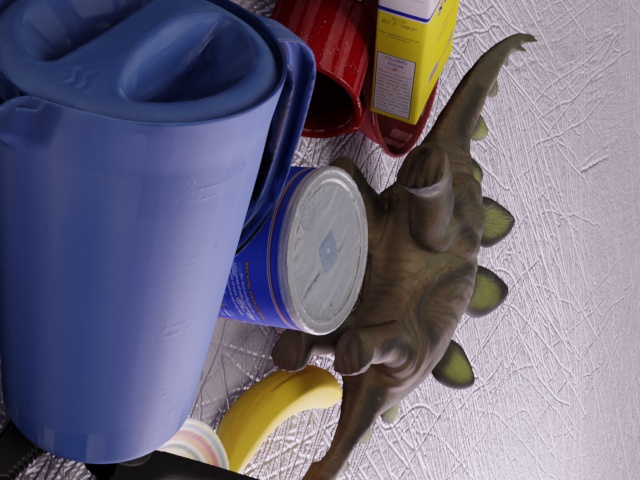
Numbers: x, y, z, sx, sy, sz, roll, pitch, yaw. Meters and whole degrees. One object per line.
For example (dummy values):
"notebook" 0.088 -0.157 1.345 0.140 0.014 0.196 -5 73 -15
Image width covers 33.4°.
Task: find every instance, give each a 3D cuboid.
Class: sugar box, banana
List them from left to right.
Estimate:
"banana" -0.034 0.136 0.852 0.197 0.037 0.070 -31 138 -54
"sugar box" 0.075 -0.178 0.787 0.176 0.048 0.093 95 19 -58

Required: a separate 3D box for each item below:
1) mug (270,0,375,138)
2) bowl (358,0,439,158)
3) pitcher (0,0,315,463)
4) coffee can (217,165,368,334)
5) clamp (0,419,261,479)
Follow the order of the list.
"mug" 0.001 -0.130 0.809 0.117 0.093 0.081 42 53 -40
"bowl" 0.054 -0.155 0.927 0.161 0.055 0.162 -39 135 -55
"pitcher" -0.094 -0.005 0.545 0.145 0.149 0.243 -84 -173 -51
"coffee can" -0.054 0.001 0.679 0.102 0.140 0.103 -16 108 -59
"clamp" -0.110 0.131 0.630 0.209 0.165 0.036 -20 151 -51
